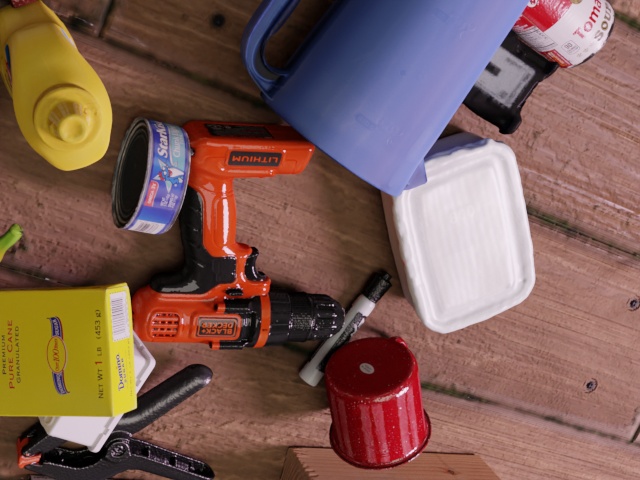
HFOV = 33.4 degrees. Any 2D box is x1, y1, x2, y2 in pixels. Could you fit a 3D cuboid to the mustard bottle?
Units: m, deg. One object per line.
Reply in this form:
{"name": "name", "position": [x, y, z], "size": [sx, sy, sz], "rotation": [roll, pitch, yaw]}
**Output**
{"name": "mustard bottle", "position": [-0.176, -0.098, 0.704], "size": [0.058, 0.192, 0.096], "rotation": [-20, 116, -13]}

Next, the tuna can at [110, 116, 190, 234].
{"name": "tuna can", "position": [-0.128, -0.048, 0.804], "size": [0.033, 0.086, 0.086], "rotation": [11, 106, -26]}

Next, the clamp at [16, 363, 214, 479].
{"name": "clamp", "position": [-0.166, 0.158, 0.899], "size": [0.171, 0.039, 0.120], "rotation": [1, 109, -21]}

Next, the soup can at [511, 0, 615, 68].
{"name": "soup can", "position": [0.184, -0.195, 0.875], "size": [0.102, 0.069, 0.068], "rotation": [32, 97, -29]}

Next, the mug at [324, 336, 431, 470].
{"name": "mug", "position": [0.053, 0.132, 0.943], "size": [0.117, 0.093, 0.081], "rotation": [-53, 143, -43]}

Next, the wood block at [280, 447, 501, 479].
{"name": "wood block", "position": [0.069, 0.257, 1.000], "size": [0.205, 0.091, 0.090], "rotation": [7, 108, -23]}

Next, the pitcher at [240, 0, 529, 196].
{"name": "pitcher", "position": [0.066, -0.168, 0.789], "size": [0.243, 0.145, 0.149], "rotation": [-54, 158, 10]}

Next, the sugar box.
{"name": "sugar box", "position": [-0.224, 0.080, 0.778], "size": [0.176, 0.048, 0.093], "rotation": [-3, 90, 14]}

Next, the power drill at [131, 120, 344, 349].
{"name": "power drill", "position": [-0.056, 0.001, 0.867], "size": [0.184, 0.057, 0.188], "rotation": [1, 110, -22]}

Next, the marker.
{"name": "marker", "position": [0.024, 0.077, 0.950], "size": [0.020, 0.020, 0.121], "rotation": [34, 96, -29]}
